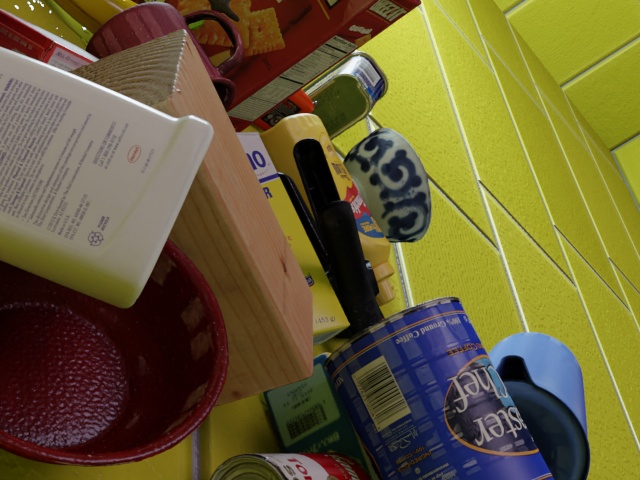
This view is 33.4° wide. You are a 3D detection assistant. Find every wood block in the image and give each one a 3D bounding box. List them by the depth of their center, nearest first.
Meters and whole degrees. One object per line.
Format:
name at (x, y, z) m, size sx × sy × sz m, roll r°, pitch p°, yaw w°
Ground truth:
wood block at (-0.081, -0.007, 0.643) m, size 0.091 × 0.090 × 0.206 m, roll -90°, pitch 160°, yaw -55°

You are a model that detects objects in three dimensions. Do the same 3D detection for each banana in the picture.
banana at (-0.182, -0.202, 0.830) m, size 0.197 × 0.037 × 0.069 m, roll 36°, pitch 47°, yaw -26°

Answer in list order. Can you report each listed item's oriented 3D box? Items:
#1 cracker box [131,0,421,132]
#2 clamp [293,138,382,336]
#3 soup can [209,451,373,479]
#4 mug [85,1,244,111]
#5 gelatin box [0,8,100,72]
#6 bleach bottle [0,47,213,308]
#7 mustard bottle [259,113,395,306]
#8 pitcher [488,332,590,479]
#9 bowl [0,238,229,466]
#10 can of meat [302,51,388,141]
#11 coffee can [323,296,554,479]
cracker box at (-0.049, -0.212, 0.903) m, size 0.164 × 0.214 × 0.072 m, roll 62°, pitch 22°, yaw 11°
clamp at (0.023, 0.025, 0.851) m, size 0.164 × 0.036 × 0.210 m, roll -108°, pitch 180°, yaw -60°
soup can at (-0.017, 0.164, 0.655) m, size 0.102 × 0.069 × 0.068 m, roll 18°, pitch 44°, yaw -57°
mug at (-0.113, -0.129, 0.795) m, size 0.081 × 0.117 × 0.093 m, roll 58°, pitch 4°, yaw 14°
gelatin box at (-0.175, -0.118, 0.713) m, size 0.073 × 0.030 × 0.089 m, roll 32°, pitch 6°, yaw 32°
bleach bottle at (-0.184, -0.061, 0.501) m, size 0.250 × 0.068 × 0.102 m, roll 25°, pitch 71°, yaw -9°
mustard bottle at (0.015, -0.025, 0.999) m, size 0.191 × 0.058 × 0.096 m, roll 61°, pitch 17°, yaw 7°
pitcher at (0.197, 0.179, 1.041) m, size 0.145 × 0.149 × 0.242 m, roll 43°, pitch 17°, yaw 6°
bowl at (-0.130, 0.053, 0.535) m, size 0.162 × 0.055 × 0.162 m, roll 19°, pitch 43°, yaw -19°
can of meat at (0.014, -0.142, 1.102) m, size 0.057 × 0.102 × 0.083 m, roll 53°, pitch 24°, yaw -10°
coffee can at (0.077, 0.122, 0.690) m, size 0.102 × 0.103 × 0.140 m, roll 12°, pitch 48°, yaw -61°
